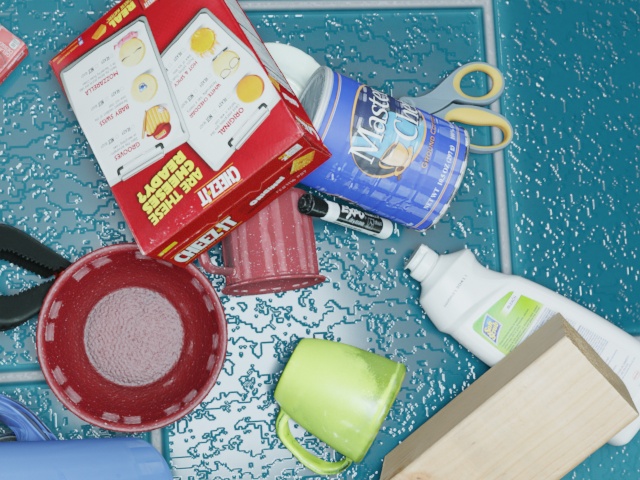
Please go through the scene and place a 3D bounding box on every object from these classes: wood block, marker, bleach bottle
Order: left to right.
[{"bbox_3d":[0.022,-0.021,0.944,0.120,0.020,0.020,16,80,-49],"label":"marker"},{"bbox_3d":[0.157,0.168,0.909,0.206,0.090,0.090,-42,92,12],"label":"wood block"},{"bbox_3d":[0.191,0.079,0.973,0.251,0.068,0.102,35,83,-1],"label":"bleach bottle"}]

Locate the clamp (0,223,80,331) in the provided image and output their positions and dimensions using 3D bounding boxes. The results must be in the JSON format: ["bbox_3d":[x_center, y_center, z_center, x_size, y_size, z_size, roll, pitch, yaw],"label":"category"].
[{"bbox_3d":[-0.305,0.019,0.888,0.209,0.036,0.164,-4,75,-36],"label":"clamp"}]

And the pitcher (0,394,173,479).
[{"bbox_3d":[-0.234,0.203,0.811,0.242,0.145,0.149,4,104,-47],"label":"pitcher"}]

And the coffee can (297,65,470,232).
[{"bbox_3d":[0.045,-0.079,0.938,0.140,0.103,0.103,21,82,-15],"label":"coffee can"}]

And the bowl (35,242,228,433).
[{"bbox_3d":[-0.163,0.084,0.929,0.162,0.055,0.162,1,85,-8],"label":"bowl"}]

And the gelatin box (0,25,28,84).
[{"bbox_3d":[-0.317,-0.171,0.948,0.089,0.030,0.073,39,81,-2],"label":"gelatin box"}]

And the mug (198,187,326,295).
[{"bbox_3d":[-0.056,0.001,0.931,0.117,0.093,0.081,-2,79,-31],"label":"mug"}]

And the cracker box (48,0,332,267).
[{"bbox_3d":[-0.112,-0.111,0.888,0.164,0.072,0.214,-36,66,14],"label":"cracker box"}]

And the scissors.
[{"bbox_3d":[0.091,-0.140,0.999,0.201,0.016,0.096,18,79,-10],"label":"scissors"}]
